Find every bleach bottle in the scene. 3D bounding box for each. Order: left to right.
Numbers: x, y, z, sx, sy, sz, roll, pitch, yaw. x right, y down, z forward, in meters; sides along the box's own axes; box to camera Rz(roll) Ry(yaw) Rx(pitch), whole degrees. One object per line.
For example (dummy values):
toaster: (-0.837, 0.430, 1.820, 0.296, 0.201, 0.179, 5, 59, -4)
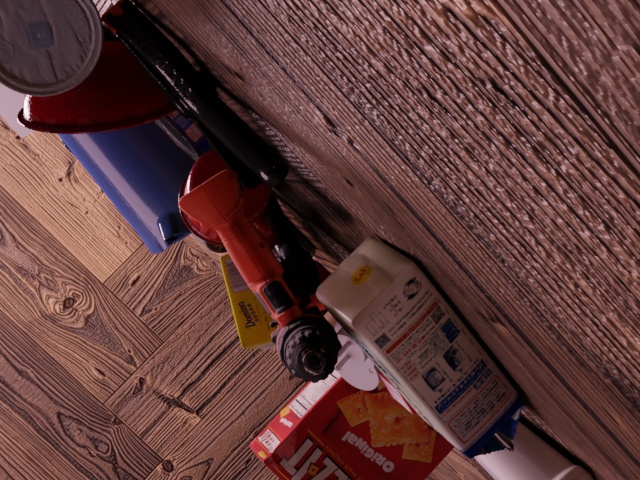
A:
bleach bottle: (0.165, 0.191, 1.083, 0.251, 0.068, 0.102, 41, 171, 38)

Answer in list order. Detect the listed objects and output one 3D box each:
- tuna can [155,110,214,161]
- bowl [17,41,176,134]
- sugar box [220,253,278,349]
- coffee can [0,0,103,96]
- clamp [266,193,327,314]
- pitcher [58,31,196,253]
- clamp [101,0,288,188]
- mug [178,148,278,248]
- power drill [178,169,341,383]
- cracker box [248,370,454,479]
tuna can: (-0.142, -0.122, 1.106, 0.086, 0.033, 0.086, 43, 172, 7)
bowl: (-0.212, -0.152, 1.016, 0.162, 0.161, 0.055, 33, 134, 54)
sugar box: (-0.060, 0.063, 1.084, 0.176, 0.048, 0.093, 76, -179, -82)
coffee can: (-0.247, -0.193, 0.923, 0.102, 0.103, 0.140, 49, -177, -29)
clamp: (-0.021, 0.034, 1.109, 0.120, 0.039, 0.171, 59, -177, -38)
pitcher: (-0.212, -0.118, 1.198, 0.242, 0.145, 0.149, 51, 158, -21)
clamp: (-0.105, -0.121, 0.914, 0.210, 0.036, 0.165, 49, 172, -15)
mug: (-0.085, -0.037, 1.056, 0.117, 0.093, 0.081, 50, 167, 1)
power drill: (-0.048, 0.031, 0.899, 0.187, 0.057, 0.184, 59, 176, -4)
cracker box: (0.053, 0.217, 1.215, 0.164, 0.213, 0.072, 47, 172, -17)
